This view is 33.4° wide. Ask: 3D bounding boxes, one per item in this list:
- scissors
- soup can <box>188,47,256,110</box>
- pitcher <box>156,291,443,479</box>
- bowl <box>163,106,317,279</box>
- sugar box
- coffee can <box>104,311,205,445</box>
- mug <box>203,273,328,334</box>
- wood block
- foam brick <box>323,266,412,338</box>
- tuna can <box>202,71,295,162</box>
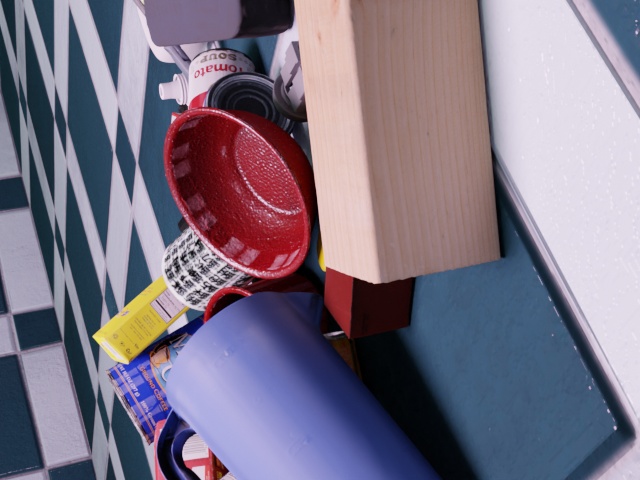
[{"bbox_3d":[-0.151,-0.192,1.140,0.202,0.016,0.096,50,170,2],"label":"scissors"},{"bbox_3d":[-0.095,-0.126,1.033,0.069,0.068,0.102,117,155,-59],"label":"soup can"},{"bbox_3d":[-0.008,0.169,0.811,0.243,0.144,0.149,46,133,30],"label":"pitcher"},{"bbox_3d":[-0.056,-0.049,0.902,0.162,0.055,0.162,26,136,28],"label":"bowl"},{"bbox_3d":[-0.179,0.068,1.238,0.048,0.176,0.093,48,163,-12],"label":"sugar box"},{"bbox_3d":[-0.168,0.162,1.262,0.103,0.140,0.103,53,164,23],"label":"coffee can"},{"bbox_3d":[-0.055,0.080,0.989,0.117,0.081,0.093,-23,88,42],"label":"mug"},{"bbox_3d":[0.046,-0.086,0.677,0.090,0.090,0.206,-163,64,-68],"label":"wood block"},{"bbox_3d":[0.036,0.026,0.811,0.051,0.053,0.078,-126,33,-50],"label":"foam brick"},{"bbox_3d":[-0.066,-0.111,0.972,0.034,0.086,0.086,119,137,-58],"label":"tuna can"}]
